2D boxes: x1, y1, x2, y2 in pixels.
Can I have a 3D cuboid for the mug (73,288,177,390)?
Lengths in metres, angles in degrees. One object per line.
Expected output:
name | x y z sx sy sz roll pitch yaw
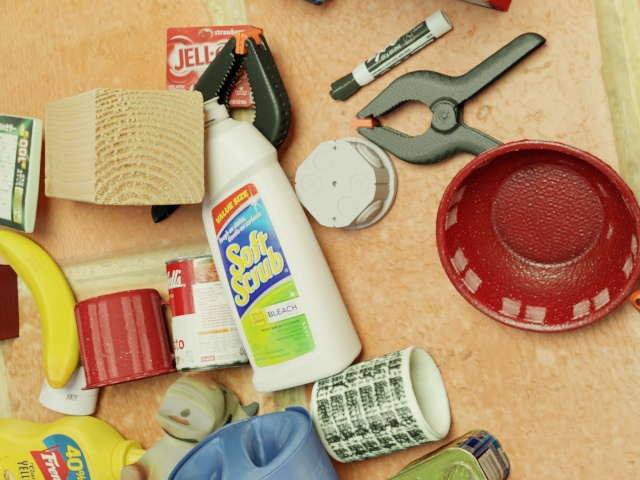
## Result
mug | -0.172 0.089 0.999 0.117 0.093 0.081 -11 84 -4

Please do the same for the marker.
marker | 0.058 -0.156 0.915 0.121 0.020 0.020 -32 81 22

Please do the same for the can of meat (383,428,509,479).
can of meat | 0.102 0.203 0.885 0.102 0.083 0.057 -32 81 22

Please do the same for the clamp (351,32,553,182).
clamp | 0.113 -0.095 0.887 0.172 0.039 0.120 -12 86 23

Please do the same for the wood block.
wood block | -0.174 -0.079 0.919 0.206 0.090 0.091 -172 81 -65

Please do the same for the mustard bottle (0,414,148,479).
mustard bottle | -0.247 0.220 1.048 0.192 0.058 0.096 -7 102 22

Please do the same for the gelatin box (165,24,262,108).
gelatin box | -0.098 -0.158 0.975 0.089 0.030 0.073 4 95 22

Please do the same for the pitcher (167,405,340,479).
pitcher | -0.021 0.273 0.879 0.149 0.145 0.243 -32 106 -17

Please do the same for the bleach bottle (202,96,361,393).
bleach bottle | -0.056 0.001 0.915 0.103 0.068 0.251 -18 100 29

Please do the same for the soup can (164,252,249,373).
soup can | -0.102 0.065 0.966 0.069 0.068 0.102 -9 84 23

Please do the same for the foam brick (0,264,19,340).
foam brick | -0.344 0.062 1.083 0.053 0.051 0.078 1 94 24

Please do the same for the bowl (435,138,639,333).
bowl | 0.175 -0.010 0.842 0.162 0.055 0.162 8 115 17

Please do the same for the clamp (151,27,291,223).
clamp | -0.083 -0.084 0.950 0.165 0.036 0.210 11 114 23

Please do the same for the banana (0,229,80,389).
banana | -0.272 0.059 1.037 0.198 0.069 0.037 54 139 24
